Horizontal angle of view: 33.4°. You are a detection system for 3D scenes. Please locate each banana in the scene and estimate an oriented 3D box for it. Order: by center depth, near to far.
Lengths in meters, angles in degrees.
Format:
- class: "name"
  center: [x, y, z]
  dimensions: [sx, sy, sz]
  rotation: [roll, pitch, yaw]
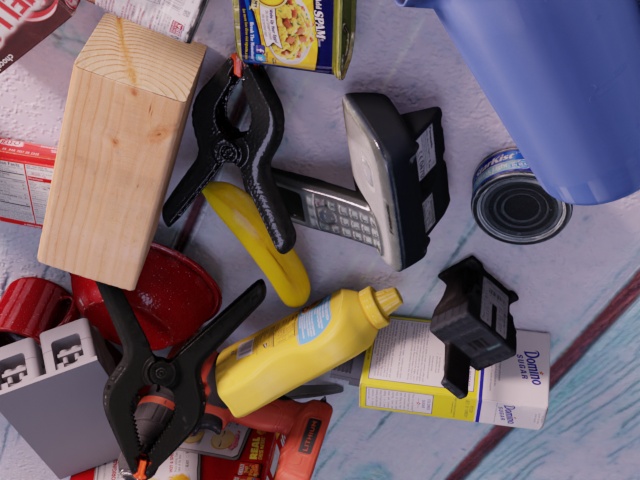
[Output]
- class: "banana"
  center: [-0.050, 0.006, 0.981]
  dimensions: [0.037, 0.070, 0.197]
  rotation: [-40, 128, -7]

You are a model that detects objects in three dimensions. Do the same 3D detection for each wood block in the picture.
- class: "wood block"
  center: [-0.169, -0.070, 0.895]
  dimensions: [0.090, 0.090, 0.206]
  rotation: [18, 129, -5]

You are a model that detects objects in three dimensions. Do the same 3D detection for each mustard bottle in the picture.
- class: "mustard bottle"
  center: [-0.008, 0.096, 1.027]
  dimensions: [0.192, 0.096, 0.058]
  rotation: [-29, 107, 13]

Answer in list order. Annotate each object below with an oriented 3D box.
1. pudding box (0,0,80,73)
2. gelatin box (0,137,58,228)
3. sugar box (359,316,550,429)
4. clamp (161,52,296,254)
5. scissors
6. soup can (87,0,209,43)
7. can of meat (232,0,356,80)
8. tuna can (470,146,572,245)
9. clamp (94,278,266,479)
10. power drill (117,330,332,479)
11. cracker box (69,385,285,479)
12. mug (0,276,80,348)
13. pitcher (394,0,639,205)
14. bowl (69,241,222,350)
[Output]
- class: "pudding box"
  center: [-0.258, -0.192, 0.851]
  dimensions: [0.114, 0.039, 0.090]
  rotation: [-27, 123, 34]
- class: "gelatin box"
  center: [-0.268, -0.052, 1.000]
  dimensions: [0.073, 0.030, 0.089]
  rotation: [10, 135, 6]
- class: "sugar box"
  center: [0.131, 0.126, 1.031]
  dimensions: [0.176, 0.093, 0.048]
  rotation: [8, 137, 6]
- class: "clamp"
  center: [-0.062, -0.069, 0.884]
  dimensions: [0.120, 0.039, 0.172]
  rotation: [19, 117, 4]
- class: "scissors"
  center: [-0.085, 0.150, 1.153]
  dimensions: [0.201, 0.096, 0.016]
  rotation: [-18, 169, -6]
- class: "soup can"
  center: [-0.131, -0.197, 0.794]
  dimensions: [0.102, 0.068, 0.069]
  rotation: [22, 135, -9]
- class: "can of meat"
  center: [-0.019, -0.175, 0.796]
  dimensions: [0.084, 0.057, 0.102]
  rotation: [9, 135, 8]
- class: "tuna can"
  center: [0.170, -0.036, 0.902]
  dimensions: [0.086, 0.033, 0.086]
  rotation: [7, 135, 7]
- class: "clamp"
  center: [-0.157, 0.113, 0.989]
  dimensions: [0.164, 0.210, 0.036]
  rotation: [18, 180, -8]
- class: "power drill"
  center: [-0.092, 0.191, 1.074]
  dimensions: [0.187, 0.184, 0.057]
  rotation: [24, 139, 0]
- class: "cracker box"
  center: [-0.150, 0.241, 1.165]
  dimensions: [0.214, 0.164, 0.072]
  rotation: [0, 134, 12]
- class: "mug"
  center: [-0.294, 0.088, 1.108]
  dimensions: [0.117, 0.081, 0.093]
  rotation: [-23, 125, 32]
- class: "pitcher"
  center: [0.171, -0.145, 0.739]
  dimensions: [0.149, 0.145, 0.242]
  rotation: [-5, 137, 35]
- class: "bowl"
  center: [-0.182, 0.063, 1.055]
  dimensions: [0.162, 0.055, 0.162]
  rotation: [10, 146, 7]
